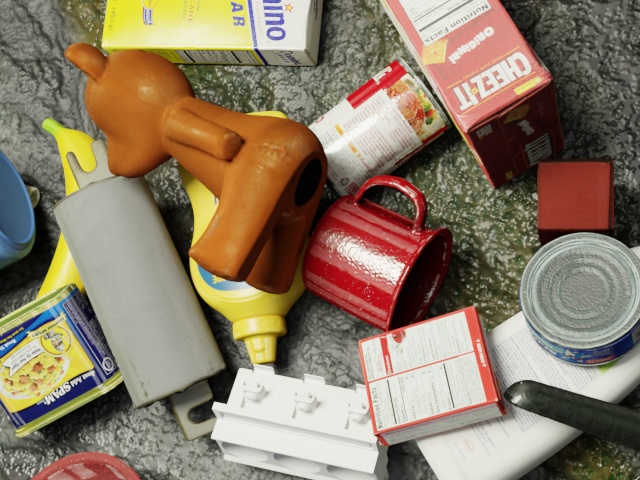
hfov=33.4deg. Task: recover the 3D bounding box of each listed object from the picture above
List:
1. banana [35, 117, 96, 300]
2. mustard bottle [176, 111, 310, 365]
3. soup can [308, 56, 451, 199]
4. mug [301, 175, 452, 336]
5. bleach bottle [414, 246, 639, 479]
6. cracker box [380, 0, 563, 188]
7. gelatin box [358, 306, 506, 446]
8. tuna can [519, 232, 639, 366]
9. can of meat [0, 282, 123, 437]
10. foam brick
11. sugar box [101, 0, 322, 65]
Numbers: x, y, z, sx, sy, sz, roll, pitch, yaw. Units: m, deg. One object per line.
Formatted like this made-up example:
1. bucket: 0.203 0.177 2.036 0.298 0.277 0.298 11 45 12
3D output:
1. banana: -0.206 -0.008 0.884 0.070 0.037 0.198 -5 75 36
2. mustard bottle: -0.056 0.001 0.829 0.096 0.058 0.191 -11 77 12
3. soup can: 0.040 -0.082 0.816 0.102 0.068 0.068 -37 73 6
4. mug: 0.042 0.007 0.780 0.082 0.093 0.117 26 123 22
5. bleach bottle: 0.182 0.085 0.749 0.251 0.068 0.102 -33 69 4
6. cracker box: 0.093 -0.159 0.766 0.072 0.164 0.214 -31 73 9
7. gelatin box: 0.074 0.094 0.729 0.089 0.030 0.073 -18 55 13
8. tuna can: 0.177 0.039 0.714 0.086 0.033 0.086 -8 63 16
9. can of meat: -0.214 0.092 0.837 0.102 0.057 0.084 -29 101 8
10. foam brick: 0.183 -0.024 0.762 0.051 0.078 0.053 0 77 15
11. sugar box: -0.087 -0.194 0.882 0.176 0.048 0.093 2 80 16
